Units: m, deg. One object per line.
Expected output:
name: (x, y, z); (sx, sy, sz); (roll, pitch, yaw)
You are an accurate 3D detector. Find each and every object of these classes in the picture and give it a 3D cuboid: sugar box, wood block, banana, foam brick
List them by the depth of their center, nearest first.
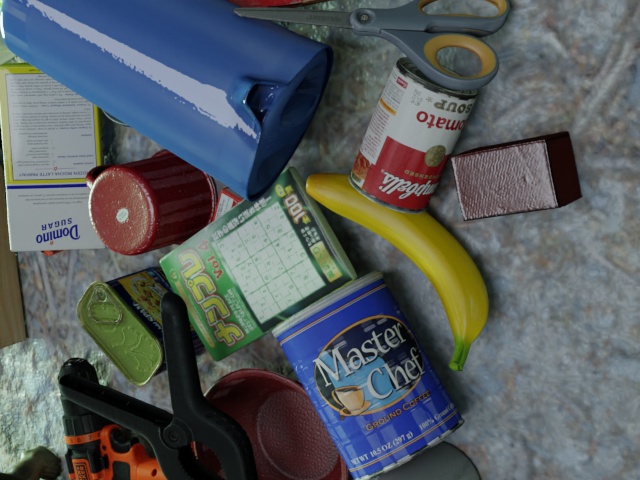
foam brick: (0.144, -0.047, 0.792); (0.078, 0.052, 0.051); (-8, 97, 34)
banana: (0.072, 0.007, 0.845); (0.198, 0.069, 0.037); (50, 151, 17)
sugar box: (-0.253, -0.080, 1.016); (0.093, 0.048, 0.176); (-1, 106, -8)
wood block: (-0.382, 0.013, 1.117); (0.091, 0.090, 0.206); (2, 102, 32)

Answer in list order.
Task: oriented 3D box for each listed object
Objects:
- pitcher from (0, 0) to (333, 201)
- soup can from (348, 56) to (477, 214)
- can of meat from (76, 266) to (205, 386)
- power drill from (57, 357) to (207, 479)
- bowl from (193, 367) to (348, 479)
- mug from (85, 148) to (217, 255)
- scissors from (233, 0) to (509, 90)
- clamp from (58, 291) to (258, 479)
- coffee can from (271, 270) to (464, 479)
pitcher: (-0.120, -0.141, 0.842); (0.243, 0.144, 0.149); (29, 137, 8)
soup can: (0.071, -0.081, 0.821); (0.069, 0.068, 0.102); (33, 117, 22)
can of meat: (-0.161, 0.076, 0.996); (0.102, 0.083, 0.058); (45, 121, 15)
power drill: (-0.177, 0.201, 1.054); (0.188, 0.057, 0.184); (-8, 98, 35)
bowl: (-0.034, 0.184, 0.957); (0.162, 0.055, 0.162); (8, 106, 29)
mug: (-0.164, -0.039, 0.971); (0.117, 0.081, 0.093); (32, 117, 22)
scissors: (0.043, -0.144, 0.775); (0.201, 0.016, 0.096); (-9, 65, -5)
clamp: (-0.117, 0.154, 0.928); (0.210, 0.036, 0.165); (46, 121, 2)
coffee can: (0.038, 0.109, 0.867); (0.103, 0.102, 0.140); (-33, 84, 33)
